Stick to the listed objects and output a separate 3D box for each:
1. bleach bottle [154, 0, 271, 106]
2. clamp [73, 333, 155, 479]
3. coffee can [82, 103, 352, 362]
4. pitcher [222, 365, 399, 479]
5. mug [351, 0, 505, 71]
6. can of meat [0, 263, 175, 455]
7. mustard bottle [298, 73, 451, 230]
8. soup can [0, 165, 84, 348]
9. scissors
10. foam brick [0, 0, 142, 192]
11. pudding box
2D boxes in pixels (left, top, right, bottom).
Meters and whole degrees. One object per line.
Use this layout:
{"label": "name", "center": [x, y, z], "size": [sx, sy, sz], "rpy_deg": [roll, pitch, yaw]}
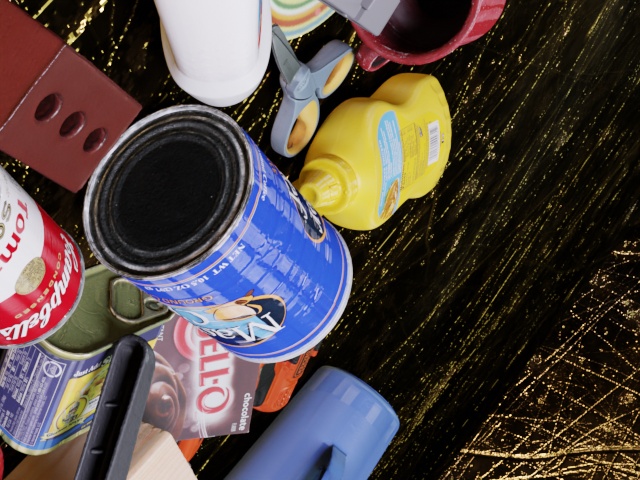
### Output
{"label": "bleach bottle", "center": [-0.051, -0.140, 0.473], "size": [0.251, 0.068, 0.102], "rpy_deg": [92, -4, -69]}
{"label": "clamp", "center": [-0.131, 0.164, 0.577], "size": [0.164, 0.036, 0.210], "rpy_deg": [-39, 129, -39]}
{"label": "coffee can", "center": [-0.054, 0.001, 0.613], "size": [0.103, 0.103, 0.140], "rpy_deg": [-52, 146, -5]}
{"label": "pitcher", "center": [-0.023, 0.253, 1.105], "size": [0.242, 0.149, 0.145], "rpy_deg": [-51, 142, -18]}
{"label": "mug", "center": [0.067, -0.158, 0.705], "size": [0.117, 0.093, 0.081], "rpy_deg": [-51, 169, 28]}
{"label": "can of meat", "center": [-0.144, 0.070, 0.635], "size": [0.101, 0.057, 0.084], "rpy_deg": [-24, 146, -55]}
{"label": "mustard bottle", "center": [0.037, -0.060, 0.792], "size": [0.191, 0.058, 0.096], "rpy_deg": [-35, 130, -56]}
{"label": "soup can", "center": [-0.156, 0.002, 0.480], "size": [0.068, 0.068, 0.102], "rpy_deg": [-50, 159, -12]}
{"label": "scissors", "center": [-0.005, -0.113, 0.669], "size": [0.096, 0.016, 0.202], "rpy_deg": [-55, 171, -17]}
{"label": "foam brick", "center": [-0.125, -0.063, 0.466], "size": [0.053, 0.051, 0.078], "rpy_deg": [-53, 161, -1]}
{"label": "pudding box", "center": [-0.088, 0.083, 0.727], "size": [0.089, 0.039, 0.113], "rpy_deg": [-2, 122, -23]}
